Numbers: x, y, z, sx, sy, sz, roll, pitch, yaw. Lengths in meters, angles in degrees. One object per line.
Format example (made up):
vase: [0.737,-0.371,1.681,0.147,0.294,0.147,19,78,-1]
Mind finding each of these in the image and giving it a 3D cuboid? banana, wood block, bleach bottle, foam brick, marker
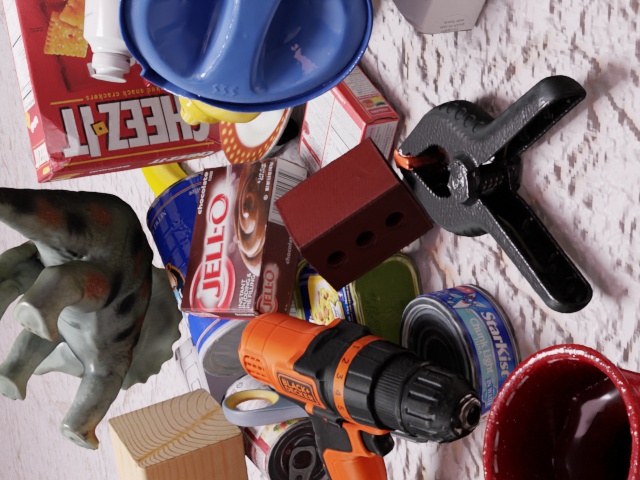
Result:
banana: [-0.145,-0.065,1.055,0.198,0.037,0.070,49,144,45]
wood block: [-0.110,0.246,0.912,0.090,0.090,0.206,34,134,57]
bleach bottle: [-0.161,-0.258,0.888,0.103,0.068,0.251,-174,91,-74]
foam brick: [0.020,-0.016,0.678,0.053,0.078,0.051,48,-169,-47]
marker: [-0.047,-0.075,0.875,0.121,0.020,0.020,-29,74,63]

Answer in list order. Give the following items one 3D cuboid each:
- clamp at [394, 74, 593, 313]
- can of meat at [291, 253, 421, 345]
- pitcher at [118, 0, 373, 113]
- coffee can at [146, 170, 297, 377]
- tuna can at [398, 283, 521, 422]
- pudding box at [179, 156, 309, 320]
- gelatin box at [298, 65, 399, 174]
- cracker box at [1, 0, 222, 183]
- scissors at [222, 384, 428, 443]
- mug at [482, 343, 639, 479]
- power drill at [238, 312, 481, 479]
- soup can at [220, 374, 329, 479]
clamp: [0.095,-0.026,0.589,0.172,0.039,0.120,-169,74,-69]
can of meat: [0.029,0.058,0.736,0.084,0.057,0.102,-5,97,62]
pitcher: [-0.035,-0.208,0.619,0.145,0.149,0.243,87,-179,-54]
coffee can: [-0.072,0.025,0.873,0.140,0.102,0.103,64,151,27]
tuna can: [0.084,0.072,0.656,0.086,0.033,0.086,36,132,54]
pudding box: [-0.055,0.001,0.770,0.090,0.039,0.113,-3,73,48]
gelatin box: [0.018,-0.071,0.733,0.073,0.030,0.089,57,149,36]
cracker box: [-0.187,-0.171,0.954,0.072,0.164,0.214,-10,91,66]
scissors: [-0.008,0.133,0.808,0.202,0.096,0.016,25,133,63]
mug: [0.131,0.111,0.485,0.093,0.081,0.117,18,91,58]
power drill: [0.042,0.135,0.667,0.185,0.057,0.187,14,133,48]
soup can: [-0.036,0.159,0.894,0.102,0.068,0.068,32,129,56]
